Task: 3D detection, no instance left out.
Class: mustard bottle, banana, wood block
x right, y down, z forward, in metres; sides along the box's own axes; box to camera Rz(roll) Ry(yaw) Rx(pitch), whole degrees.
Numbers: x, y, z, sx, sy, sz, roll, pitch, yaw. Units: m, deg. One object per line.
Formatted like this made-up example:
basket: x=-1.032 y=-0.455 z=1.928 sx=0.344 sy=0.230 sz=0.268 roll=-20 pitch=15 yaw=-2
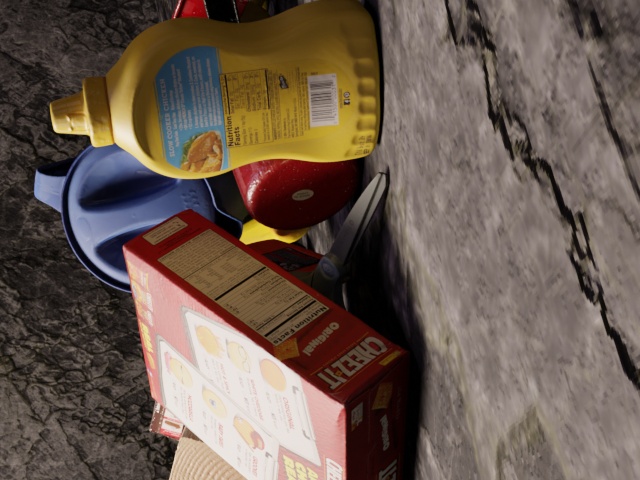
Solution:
mustard bottle: x=-0.063 y=-0.085 z=0.635 sx=0.058 sy=0.191 sz=0.096 roll=-112 pitch=16 yaw=-55
banana: x=-0.044 y=-0.008 z=0.981 sx=0.037 sy=0.069 sz=0.198 roll=56 pitch=157 yaw=-5
wood block: x=-0.088 y=0.187 z=1.111 sx=0.206 sy=0.091 sz=0.090 roll=-74 pitch=1 yaw=-63

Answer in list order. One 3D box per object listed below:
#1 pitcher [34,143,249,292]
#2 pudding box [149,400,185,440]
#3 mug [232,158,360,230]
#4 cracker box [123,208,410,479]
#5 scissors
pitcher: x=-0.135 y=-0.050 z=0.966 sx=0.149 sy=0.145 sz=0.242 roll=55 pitch=-163 yaw=-4
pudding box: x=-0.140 y=0.137 z=1.117 sx=0.113 sy=0.039 sz=0.090 roll=-70 pitch=-3 yaw=-54
mug: x=-0.026 y=-0.068 z=0.729 sx=0.117 sy=0.093 sz=0.081 roll=59 pitch=-173 yaw=-53
cracker box: x=-0.038 y=0.095 z=0.748 sx=0.214 sy=0.072 sz=0.164 roll=32 pitch=141 yaw=32
scissors: x=0.017 y=0.036 z=0.721 sx=0.096 sy=0.016 sz=0.202 roll=55 pitch=143 yaw=3
